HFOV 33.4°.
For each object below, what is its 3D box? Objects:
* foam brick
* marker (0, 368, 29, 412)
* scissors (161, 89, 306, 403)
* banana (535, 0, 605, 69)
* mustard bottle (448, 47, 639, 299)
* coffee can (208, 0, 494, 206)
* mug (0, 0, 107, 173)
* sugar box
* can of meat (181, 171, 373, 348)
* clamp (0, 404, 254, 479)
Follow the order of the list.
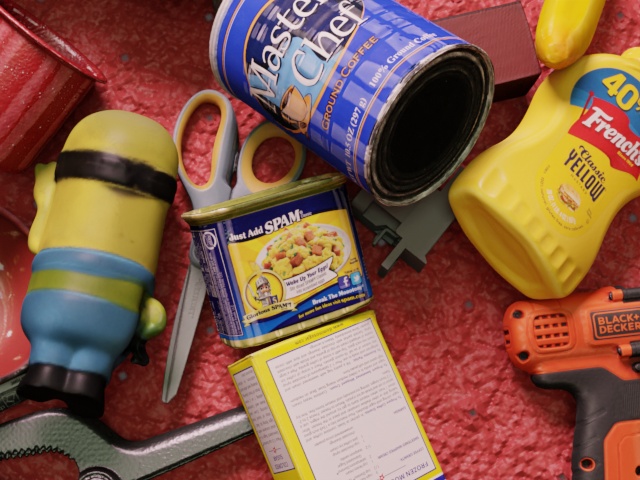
[{"bbox_3d":[0.095,-0.116,0.690,0.078,0.053,0.051,-13,83,-5],"label":"foam brick"},{"bbox_3d":[-0.170,0.083,0.668,0.121,0.020,0.020,-25,84,-6],"label":"marker"},{"bbox_3d":[-0.054,0.001,0.680,0.096,0.016,0.202,-1,78,-6],"label":"scissors"},{"bbox_3d":[0.168,-0.172,0.684,0.037,0.069,0.197,15,62,16],"label":"banana"},{"bbox_3d":[0.168,-0.060,0.670,0.096,0.058,0.191,48,67,-13],"label":"mustard bottle"},{"bbox_3d":[0.017,-0.099,0.632,0.102,0.102,0.140,-47,57,-8],"label":"coffee can"},{"bbox_3d":[-0.201,-0.102,0.650,0.117,0.093,0.081,37,96,-21],"label":"mug"},{"bbox_3d":[0.022,0.138,0.641,0.093,0.048,0.176,-19,84,-30],"label":"sugar box"},{"bbox_3d":[-0.023,0.011,0.650,0.102,0.058,0.084,-17,97,-21],"label":"can of meat"},{"bbox_3d":[-0.126,0.148,0.651,0.210,0.036,0.164,20,72,4],"label":"clamp"}]
